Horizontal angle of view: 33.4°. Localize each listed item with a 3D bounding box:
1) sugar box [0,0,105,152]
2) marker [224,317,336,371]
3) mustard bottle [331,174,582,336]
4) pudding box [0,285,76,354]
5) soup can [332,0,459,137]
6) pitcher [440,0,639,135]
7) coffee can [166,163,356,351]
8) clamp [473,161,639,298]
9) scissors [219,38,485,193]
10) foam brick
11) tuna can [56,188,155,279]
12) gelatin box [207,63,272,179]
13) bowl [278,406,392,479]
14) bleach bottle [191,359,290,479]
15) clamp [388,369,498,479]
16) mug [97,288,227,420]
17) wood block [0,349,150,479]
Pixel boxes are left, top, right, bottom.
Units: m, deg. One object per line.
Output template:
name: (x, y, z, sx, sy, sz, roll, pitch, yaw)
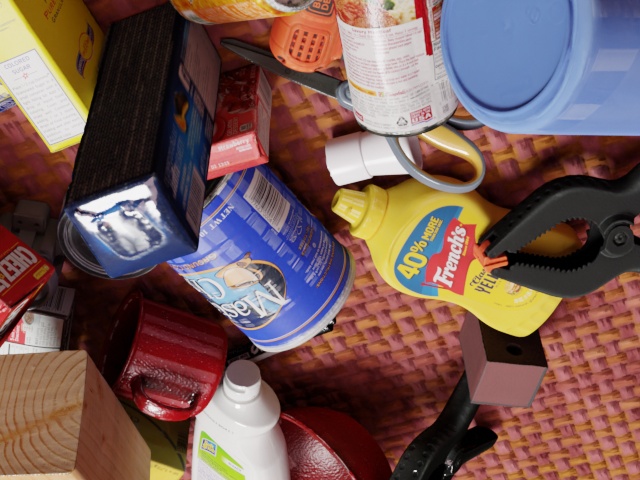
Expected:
sugar box: (-0.190, -0.152, 0.664, 0.048, 0.093, 0.176, -17, 128, 13)
marker: (-0.041, 0.088, 0.913, 0.121, 0.020, 0.020, -24, 126, 19)
mustard bottle: (0.097, 0.002, 0.814, 0.191, 0.058, 0.096, 21, 118, -16)
pudding box: (-0.266, 0.073, 0.889, 0.113, 0.039, 0.090, 12, 129, -7)
soup can: (0.045, -0.121, 0.633, 0.068, 0.068, 0.102, -8, 129, 7)
pitcher: (0.187, -0.129, 0.602, 0.242, 0.149, 0.145, -7, 138, -35)
coffee can: (-0.055, 0.001, 0.785, 0.103, 0.103, 0.140, -30, 124, 23)
clamp: (0.219, -0.001, 0.784, 0.210, 0.036, 0.164, -19, 114, -2)
scissors: (0.038, -0.111, 0.738, 0.202, 0.096, 0.016, 37, 167, 2)
foam brick: (0.149, 0.091, 0.877, 0.053, 0.078, 0.051, 6, 129, -8)
tuna can: (-0.158, -0.011, 0.820, 0.086, 0.033, 0.086, 0, 130, 0)
gelatin box: (-0.072, -0.079, 0.727, 0.073, 0.089, 0.030, -14, 129, 12)
bowl: (0.015, 0.205, 0.955, 0.055, 0.162, 0.162, -34, 137, -29)
bleach bottle: (-0.066, 0.199, 0.947, 0.103, 0.068, 0.251, 27, 138, 19)
clamp: (0.108, 0.185, 0.922, 0.039, 0.171, 0.120, 22, 146, 37)
mug: (-0.126, 0.102, 0.865, 0.081, 0.117, 0.093, 21, 115, -23)
wood block: (-0.195, 0.167, 0.804, 0.091, 0.090, 0.206, -3, 150, 3)
